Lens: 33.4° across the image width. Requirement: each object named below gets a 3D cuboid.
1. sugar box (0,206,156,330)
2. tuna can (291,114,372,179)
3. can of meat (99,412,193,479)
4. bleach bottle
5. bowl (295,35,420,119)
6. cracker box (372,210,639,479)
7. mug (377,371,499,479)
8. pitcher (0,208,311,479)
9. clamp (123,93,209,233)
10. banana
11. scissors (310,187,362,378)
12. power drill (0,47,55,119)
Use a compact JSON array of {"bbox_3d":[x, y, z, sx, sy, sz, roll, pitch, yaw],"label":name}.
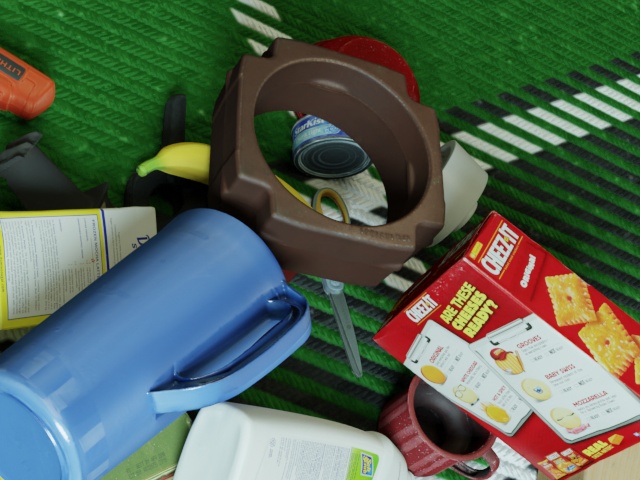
[{"bbox_3d":[-0.208,0.020,0.880,0.175,0.048,0.093,-3,89,-57],"label":"sugar box"},{"bbox_3d":[0.013,-0.096,1.081,0.086,0.086,0.034,9,62,-21],"label":"tuna can"},{"bbox_3d":[-0.153,0.178,0.850,0.101,0.084,0.057,-22,74,-33],"label":"can of meat"},{"bbox_3d":[-0.005,0.198,0.879,0.250,0.068,0.102,23,84,-47],"label":"bleach bottle"},{"bbox_3d":[0.048,-0.166,1.155,0.162,0.055,0.162,11,60,-20],"label":"bowl"},{"bbox_3d":[0.175,0.094,0.900,0.213,0.164,0.072,38,52,-2],"label":"cracker box"},{"bbox_3d":[0.113,0.176,0.979,0.117,0.082,0.093,41,54,0],"label":"mug"},{"bbox_3d":[-0.130,0.084,0.789,0.145,0.149,0.242,48,43,2],"label":"pitcher"},{"bbox_3d":[-0.139,-0.064,1.019,0.120,0.039,0.171,43,51,2],"label":"clamp"},{"bbox_3d":[-0.070,-0.043,0.977,0.197,0.037,0.069,24,58,-12],"label":"banana"},{"bbox_3d":[-0.006,0.034,1.043,0.096,0.016,0.201,10,60,-18],"label":"scissors"},{"bbox_3d":[-0.310,-0.084,0.937,0.184,0.057,0.187,33,53,-11],"label":"power drill"}]
